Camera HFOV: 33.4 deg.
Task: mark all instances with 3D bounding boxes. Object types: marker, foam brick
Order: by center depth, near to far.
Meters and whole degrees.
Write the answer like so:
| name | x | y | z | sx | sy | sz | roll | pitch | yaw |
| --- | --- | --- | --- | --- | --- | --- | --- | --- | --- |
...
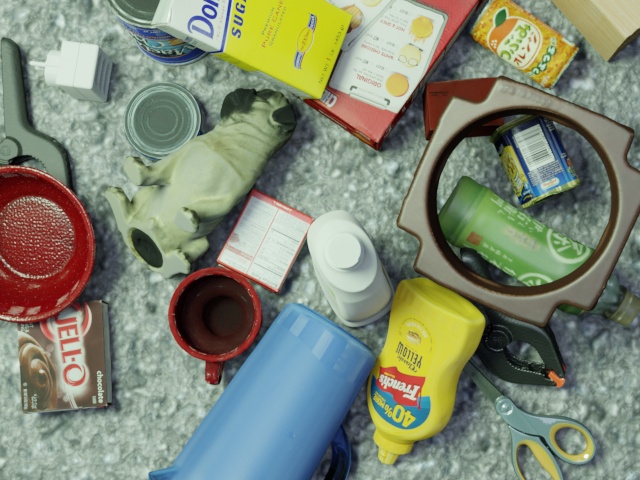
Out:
| name | x | y | z | sx | sy | sz | roll | pitch | yaw |
| --- | --- | --- | --- | --- | --- | --- | --- | --- | --- |
| foam brick | 0.148 | -0.137 | 1.115 | 0.078 | 0.051 | 0.053 | -4 | 83 | 2 |
| marker | -0.352 | -0.012 | 1.142 | 0.121 | 0.020 | 0.020 | 24 | 86 | 5 |

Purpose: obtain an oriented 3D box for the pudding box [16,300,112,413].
| name | x | y | z | sx | sy | sz | roll | pitch | yaw |
| --- | --- | --- | --- | --- | --- | --- | --- | --- | --- |
| pudding box | -0.266 | 0.121 | 1.116 | 0.090 | 0.039 | 0.113 | -5 | 84 | 2 |

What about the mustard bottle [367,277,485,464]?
| name | x | y | z | sx | sy | sz | roll | pitch | yaw |
| --- | --- | --- | --- | --- | --- | --- | --- | --- | --- |
| mustard bottle | 0.094 | 0.140 | 1.067 | 0.096 | 0.058 | 0.192 | 33 | 116 | 37 |

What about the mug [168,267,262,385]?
| name | x | y | z | sx | sy | sz | roll | pitch | yaw |
| --- | --- | --- | --- | --- | --- | --- | --- | --- | --- |
| mug | -0.103 | 0.089 | 1.090 | 0.093 | 0.081 | 0.117 | 2 | 84 | 3 |

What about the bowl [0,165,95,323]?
| name | x | y | z | sx | sy | sz | roll | pitch | yaw |
| --- | --- | --- | --- | --- | --- | --- | --- | --- | --- |
| bowl | -0.303 | 0.001 | 1.097 | 0.162 | 0.055 | 0.162 | 1 | 99 | 5 |

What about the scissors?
| name | x | y | z | sx | sy | sz | roll | pitch | yaw |
| --- | --- | --- | --- | --- | --- | --- | --- | --- | --- |
| scissors | 0.208 | 0.166 | 1.082 | 0.096 | 0.016 | 0.202 | -25 | 95 | 5 |

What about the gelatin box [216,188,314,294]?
| name | x | y | z | sx | sy | sz | roll | pitch | yaw |
| --- | --- | --- | --- | --- | --- | --- | --- | --- | --- |
| gelatin box | -0.057 | 0.002 | 1.122 | 0.073 | 0.030 | 0.089 | 26 | 86 | 3 |

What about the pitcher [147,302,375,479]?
| name | x | y | z | sx | sy | sz | roll | pitch | yaw |
| --- | --- | --- | --- | --- | --- | --- | --- | --- | --- |
| pitcher | -0.042 | 0.193 | 1.063 | 0.145 | 0.149 | 0.243 | 30 | 83 | 23 |

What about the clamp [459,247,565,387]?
| name | x | y | z | sx | sy | sz | roll | pitch | yaw |
| --- | --- | --- | --- | --- | --- | --- | --- | --- | --- |
| clamp | 0.181 | 0.084 | 1.082 | 0.171 | 0.039 | 0.120 | 25 | 122 | 2 |

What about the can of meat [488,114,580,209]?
| name | x | y | z | sx | sy | sz | roll | pitch | yaw |
| --- | --- | --- | --- | --- | --- | --- | --- | --- | --- |
| can of meat | 0.217 | -0.082 | 1.082 | 0.057 | 0.102 | 0.084 | -23 | 86 | 1 |

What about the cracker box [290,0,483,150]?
| name | x | y | z | sx | sy | sz | roll | pitch | yaw |
| --- | --- | --- | --- | --- | --- | --- | --- | --- | --- |
| cracker box | 0.054 | -0.227 | 1.119 | 0.164 | 0.072 | 0.213 | 35 | 88 | 6 |

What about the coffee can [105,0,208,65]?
| name | x | y | z | sx | sy | sz | roll | pitch | yaw |
| --- | --- | --- | --- | --- | --- | --- | --- | --- | --- |
| coffee can | -0.159 | -0.247 | 1.095 | 0.103 | 0.140 | 0.103 | 0 | 84 | 2 |

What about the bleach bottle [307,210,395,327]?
| name | x | y | z | sx | sy | sz | roll | pitch | yaw |
| --- | --- | --- | --- | --- | --- | --- | --- | --- | --- |
| bleach bottle | 0.029 | 0.028 | 1.004 | 0.068 | 0.251 | 0.102 | -28 | 84 | 0 |

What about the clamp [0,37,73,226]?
| name | x | y | z | sx | sy | sz | roll | pitch | yaw |
| --- | --- | --- | --- | --- | --- | --- | --- | --- | --- |
| clamp | -0.343 | -0.090 | 1.140 | 0.164 | 0.036 | 0.210 | -34 | 86 | -2 |

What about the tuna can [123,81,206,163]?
| name | x | y | z | sx | sy | sz | roll | pitch | yaw |
| --- | --- | --- | --- | --- | --- | --- | --- | --- | --- |
| tuna can | -0.166 | -0.125 | 1.137 | 0.086 | 0.034 | 0.086 | 0 | 85 | 3 |

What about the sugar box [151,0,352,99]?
| name | x | y | z | sx | sy | sz | roll | pitch | yaw |
| --- | --- | --- | --- | --- | --- | --- | --- | --- | --- |
| sugar box | -0.063 | -0.212 | 1.025 | 0.176 | 0.048 | 0.093 | 22 | 87 | -29 |
